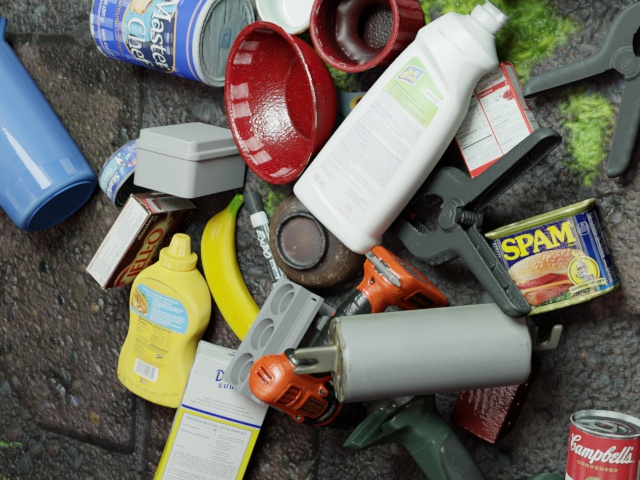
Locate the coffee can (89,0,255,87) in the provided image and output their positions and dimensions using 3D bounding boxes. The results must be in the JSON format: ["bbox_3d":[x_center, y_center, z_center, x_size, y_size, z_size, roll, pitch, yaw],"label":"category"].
[{"bbox_3d":[-0.155,-0.226,1.119,0.140,0.102,0.103,18,105,26],"label":"coffee can"}]

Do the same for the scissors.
[{"bbox_3d":[0.001,-0.136,1.096,0.202,0.016,0.096,27,109,23],"label":"scissors"}]

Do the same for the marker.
[{"bbox_3d":[-0.057,0.001,1.144,0.020,0.020,0.121,-21,87,29],"label":"marker"}]

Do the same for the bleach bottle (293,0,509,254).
[{"bbox_3d":[0.087,-0.111,0.990,0.102,0.068,0.251,44,109,12],"label":"bleach bottle"}]

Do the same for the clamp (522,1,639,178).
[{"bbox_3d":[0.262,-0.155,0.939,0.120,0.039,0.172,37,106,15],"label":"clamp"}]

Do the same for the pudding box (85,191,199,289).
[{"bbox_3d":[-0.197,-0.001,1.180,0.039,0.089,0.114,41,113,18],"label":"pudding box"}]

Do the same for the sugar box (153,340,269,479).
[{"bbox_3d":[-0.115,0.204,1.170,0.093,0.048,0.176,18,105,-8],"label":"sugar box"}]

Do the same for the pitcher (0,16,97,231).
[{"bbox_3d":[-0.377,-0.125,1.243,0.243,0.144,0.149,52,148,10],"label":"pitcher"}]

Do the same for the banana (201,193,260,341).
[{"bbox_3d":[-0.086,0.052,1.157,0.070,0.037,0.198,-21,86,31],"label":"banana"}]

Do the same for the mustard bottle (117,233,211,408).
[{"bbox_3d":[-0.169,0.083,1.185,0.096,0.058,0.192,23,112,26],"label":"mustard bottle"}]

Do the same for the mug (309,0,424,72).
[{"bbox_3d":[0.042,-0.217,1.025,0.093,0.081,0.117,-42,77,26],"label":"mug"}]

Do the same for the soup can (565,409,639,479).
[{"bbox_3d":[0.258,0.214,0.974,0.069,0.068,0.102,9,102,27],"label":"soup can"}]

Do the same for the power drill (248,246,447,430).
[{"bbox_3d":[0.037,0.105,1.044,0.188,0.184,0.057,-49,56,5],"label":"power drill"}]

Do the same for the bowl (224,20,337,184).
[{"bbox_3d":[-0.032,-0.138,1.060,0.162,0.055,0.162,23,119,50],"label":"bowl"}]

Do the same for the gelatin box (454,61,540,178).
[{"bbox_3d":[0.161,-0.113,1.004,0.073,0.030,0.089,-26,84,30],"label":"gelatin box"}]

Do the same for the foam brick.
[{"bbox_3d":[0.167,0.146,1.022,0.051,0.052,0.078,27,109,23],"label":"foam brick"}]

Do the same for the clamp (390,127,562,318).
[{"bbox_3d":[0.135,-0.030,0.978,0.210,0.036,0.164,19,94,56],"label":"clamp"}]

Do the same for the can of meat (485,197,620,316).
[{"bbox_3d":[0.214,0.017,0.978,0.102,0.057,0.084,-19,91,30],"label":"can of meat"}]

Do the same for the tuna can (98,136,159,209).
[{"bbox_3d":[-0.201,-0.075,1.175,0.034,0.086,0.086,49,116,16],"label":"tuna can"}]
